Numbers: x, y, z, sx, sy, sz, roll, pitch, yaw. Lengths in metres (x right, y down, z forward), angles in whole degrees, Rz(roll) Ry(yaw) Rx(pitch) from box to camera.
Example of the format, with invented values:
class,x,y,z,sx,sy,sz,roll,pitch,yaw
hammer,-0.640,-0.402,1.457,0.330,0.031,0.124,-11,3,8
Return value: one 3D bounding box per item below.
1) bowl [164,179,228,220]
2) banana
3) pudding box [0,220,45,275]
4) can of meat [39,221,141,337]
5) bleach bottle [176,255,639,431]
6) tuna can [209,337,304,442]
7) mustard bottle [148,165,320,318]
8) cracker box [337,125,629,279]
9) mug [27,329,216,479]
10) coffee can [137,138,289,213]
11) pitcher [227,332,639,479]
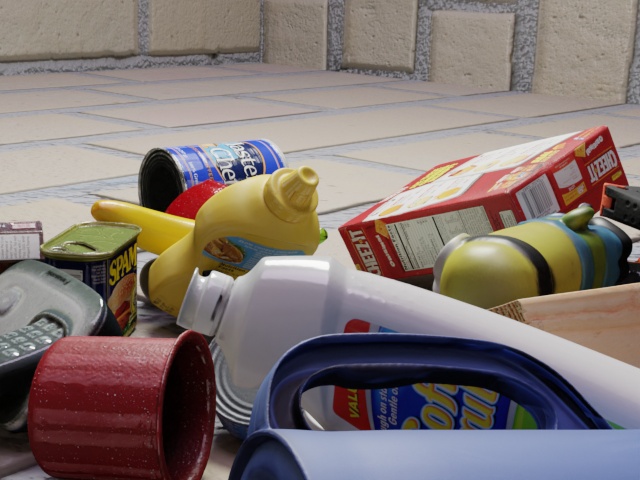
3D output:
class,x,y,z,sx,sy,sz,roll,pitch,yaw
bowl,-0.074,-0.017,1.020,0.162,0.055,0.162,21,1,-1
banana,-0.093,-0.005,0.908,0.198,0.070,0.037,5,52,-1
pudding box,-0.267,0.024,0.858,0.090,0.039,0.114,-3,-26,-17
can of meat,-0.178,0.037,0.835,0.057,0.084,0.102,4,14,7
bleach bottle,0.049,0.076,0.527,0.250,0.103,0.068,20,19,-5
tuna can,-0.030,0.086,0.674,0.086,0.034,0.086,-7,51,9
mustard bottle,-0.055,0.001,0.824,0.096,0.058,0.192,14,-36,-27
cracker box,0.149,-0.029,0.989,0.163,0.072,0.214,-32,13,-39
mug,-0.109,0.099,0.615,0.081,0.093,0.117,1,-18,13
coffee can,-0.117,-0.058,1.190,0.140,0.103,0.103,-9,18,-38
pitcher,0.086,0.124,0.418,0.242,0.149,0.145,0,14,-22
